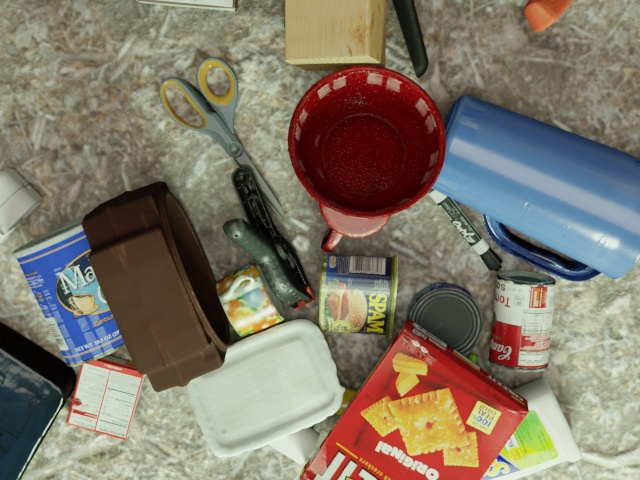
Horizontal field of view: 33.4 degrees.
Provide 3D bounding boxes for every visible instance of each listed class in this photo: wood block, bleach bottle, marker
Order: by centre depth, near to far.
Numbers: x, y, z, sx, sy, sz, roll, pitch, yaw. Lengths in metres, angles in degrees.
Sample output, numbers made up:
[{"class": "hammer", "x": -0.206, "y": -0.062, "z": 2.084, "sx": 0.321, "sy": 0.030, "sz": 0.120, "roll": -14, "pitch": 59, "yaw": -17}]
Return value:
[{"class": "wood block", "x": 0.017, "y": -0.284, "z": 1.098, "sx": 0.091, "sy": 0.090, "sz": 0.206, "roll": 0, "pitch": 91, "yaw": 15}, {"class": "marker", "x": 0.167, "y": -0.013, "z": 1.214, "sx": 0.020, "sy": 0.020, "sz": 0.121, "roll": -39, "pitch": 98, "yaw": 7}, {"class": "bleach bottle", "x": 0.167, "y": 0.255, "z": 1.242, "sx": 0.251, "sy": 0.068, "sz": 0.102, "roll": -26, "pitch": 97, "yaw": 7}]

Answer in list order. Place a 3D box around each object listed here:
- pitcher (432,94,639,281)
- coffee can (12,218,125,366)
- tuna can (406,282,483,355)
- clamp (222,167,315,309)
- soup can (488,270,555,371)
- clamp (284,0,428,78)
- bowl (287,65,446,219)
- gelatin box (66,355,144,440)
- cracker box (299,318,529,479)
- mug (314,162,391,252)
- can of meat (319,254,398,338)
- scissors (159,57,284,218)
[{"class": "pitcher", "x": 0.236, "y": -0.056, "z": 1.159, "sx": 0.243, "sy": 0.145, "sz": 0.149, "roll": 23, "pitch": 88, "yaw": 0}, {"class": "coffee can", "x": -0.264, "y": 0.054, "z": 1.187, "sx": 0.103, "sy": 0.103, "sz": 0.140, "roll": -23, "pitch": 100, "yaw": 4}, {"class": "tuna can", "x": 0.142, "y": 0.092, "z": 1.225, "sx": 0.086, "sy": 0.034, "sz": 0.086, "roll": 0, "pitch": 100, "yaw": 0}, {"class": "clamp", "x": -0.058, "y": 0.001, "z": 1.186, "sx": 0.039, "sy": 0.120, "sz": 0.171, "roll": -17, "pitch": 131, "yaw": 19}, {"class": "soup can", "x": 0.228, "y": 0.090, "z": 1.207, "sx": 0.068, "sy": 0.068, "sz": 0.102, "roll": 4, "pitch": 100, "yaw": 0}, {"class": "clamp", "x": 0.056, "y": -0.295, "z": 1.154, "sx": 0.164, "sy": 0.036, "sz": 0.210, "roll": 13, "pitch": 97, "yaw": 5}, {"class": "bowl", "x": 0.047, "y": -0.096, "z": 1.104, "sx": 0.162, "sy": 0.055, "sz": 0.162, "roll": 0, "pitch": 80, "yaw": -1}, {"class": "gelatin box", "x": -0.250, "y": 0.181, "z": 1.247, "sx": 0.073, "sy": 0.030, "sz": 0.089, "roll": 16, "pitch": 100, "yaw": -4}, {"class": "cracker box", "x": 0.103, "y": 0.221, "z": 1.180, "sx": 0.164, "sy": 0.072, "sz": 0.214, "roll": 35, "pitch": 98, "yaw": 6}, {"class": "mug", "x": 0.033, "y": -0.039, "z": 1.178, "sx": 0.093, "sy": 0.081, "sz": 0.117, "roll": 31, "pitch": 99, "yaw": -5}, {"class": "can of meat", "x": 0.042, "y": 0.061, "z": 1.193, "sx": 0.084, "sy": 0.057, "sz": 0.102, "roll": 4, "pitch": 137, "yaw": 2}, {"class": "scissors", "x": -0.090, "y": -0.123, "z": 1.197, "sx": 0.201, "sy": 0.016, "sz": 0.096, "roll": 40, "pitch": 98, "yaw": -6}]
